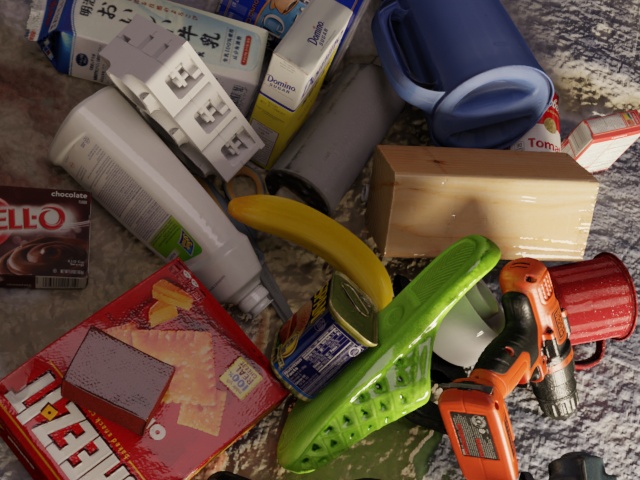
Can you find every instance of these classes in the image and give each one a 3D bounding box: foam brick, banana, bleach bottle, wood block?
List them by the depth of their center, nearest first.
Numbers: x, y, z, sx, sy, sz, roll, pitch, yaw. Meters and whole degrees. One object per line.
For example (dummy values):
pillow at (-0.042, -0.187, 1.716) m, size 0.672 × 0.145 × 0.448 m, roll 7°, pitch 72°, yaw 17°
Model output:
foam brick at (-0.165, 0.115, 0.868) m, size 0.078 × 0.051 × 0.053 m, roll 28°, pitch 63°, yaw -2°
bleach bottle at (-0.143, -0.023, 1.005) m, size 0.251 × 0.103 × 0.068 m, roll 47°, pitch 52°, yaw 0°
banana at (0.002, 0.008, 1.012) m, size 0.197 × 0.037 × 0.069 m, roll 39°, pitch 41°, yaw -11°
wood block at (0.158, -0.038, 1.069) m, size 0.206 × 0.090 × 0.091 m, roll 2°, pitch 23°, yaw -11°

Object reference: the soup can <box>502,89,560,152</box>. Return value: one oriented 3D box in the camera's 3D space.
soup can at (0.228, -0.112, 1.166) m, size 0.068 × 0.069 × 0.102 m, roll 9°, pitch 64°, yaw -13°

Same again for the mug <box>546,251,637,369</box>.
mug at (0.262, 0.075, 1.087) m, size 0.081 × 0.093 × 0.117 m, roll -9°, pitch 105°, yaw -16°

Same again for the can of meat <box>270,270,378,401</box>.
can of meat at (0.003, 0.086, 0.955) m, size 0.057 × 0.084 × 0.102 m, roll 42°, pitch 17°, yaw -11°

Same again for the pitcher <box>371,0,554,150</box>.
pitcher at (0.133, -0.219, 1.133) m, size 0.145 × 0.149 × 0.243 m, roll -25°, pitch 56°, yaw 9°

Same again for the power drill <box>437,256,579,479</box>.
power drill at (0.180, 0.135, 0.981) m, size 0.187 × 0.057 × 0.184 m, roll -50°, pitch 127°, yaw -44°

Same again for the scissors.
scissors at (-0.057, 0.001, 1.056) m, size 0.202 × 0.016 × 0.096 m, roll 46°, pitch 62°, yaw 7°

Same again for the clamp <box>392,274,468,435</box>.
clamp at (0.078, 0.123, 1.029) m, size 0.120 × 0.039 × 0.171 m, roll -27°, pitch 69°, yaw -19°

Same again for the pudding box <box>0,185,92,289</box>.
pudding box at (-0.269, -0.002, 0.980) m, size 0.113 × 0.039 × 0.090 m, roll 4°, pitch 65°, yaw -15°

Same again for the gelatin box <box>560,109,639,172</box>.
gelatin box at (0.302, -0.105, 1.173) m, size 0.073 × 0.089 × 0.030 m, roll -13°, pitch 69°, yaw -22°

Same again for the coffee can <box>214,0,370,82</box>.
coffee can at (-0.029, -0.245, 1.129) m, size 0.140 × 0.103 × 0.102 m, roll 26°, pitch 61°, yaw -4°

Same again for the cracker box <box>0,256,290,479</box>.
cracker box at (-0.158, 0.138, 0.930) m, size 0.213 × 0.072 × 0.164 m, roll -36°, pitch 80°, yaw -27°

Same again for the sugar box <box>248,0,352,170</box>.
sugar box at (-0.026, -0.151, 1.044) m, size 0.048 × 0.176 × 0.093 m, roll 32°, pitch 60°, yaw -1°
